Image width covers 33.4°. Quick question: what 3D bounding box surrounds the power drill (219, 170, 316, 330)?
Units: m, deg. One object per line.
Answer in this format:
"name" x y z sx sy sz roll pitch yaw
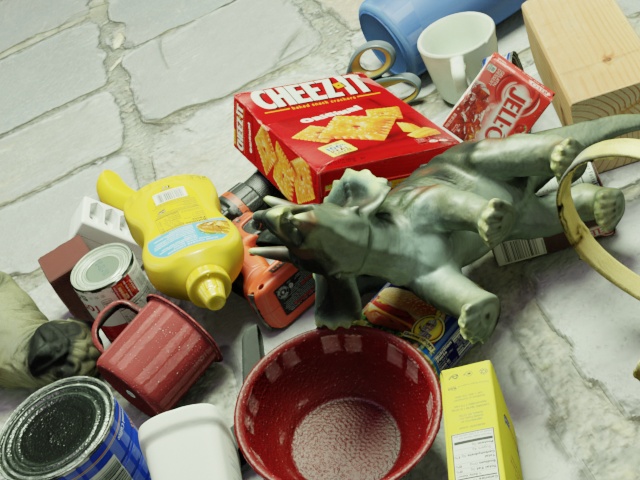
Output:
"power drill" -0.057 0.001 1.085 0.184 0.057 0.188 -43 38 -16

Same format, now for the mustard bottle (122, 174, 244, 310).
"mustard bottle" -0.125 0.007 1.025 0.096 0.058 0.192 -18 36 -12

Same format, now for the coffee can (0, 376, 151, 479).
"coffee can" -0.181 0.193 0.857 0.103 0.140 0.103 -15 39 12

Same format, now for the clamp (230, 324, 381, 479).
"clamp" -0.030 0.166 0.890 0.165 0.036 0.209 8 51 26

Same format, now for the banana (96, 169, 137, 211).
"banana" -0.208 -0.046 1.242 0.198 0.037 0.069 14 34 38

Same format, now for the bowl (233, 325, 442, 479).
"bowl" 0.016 0.144 0.833 0.162 0.055 0.162 -6 46 6

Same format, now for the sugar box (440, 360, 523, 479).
"sugar box" 0.119 0.180 0.747 0.048 0.093 0.176 -16 39 12

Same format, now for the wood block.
"wood block" 0.275 -0.170 1.075 0.091 0.090 0.206 -17 38 9

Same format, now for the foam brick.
"foam brick" -0.252 0.044 1.124 0.053 0.078 0.051 -32 40 -9

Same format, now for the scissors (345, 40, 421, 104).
"scissors" 0.015 -0.180 1.232 0.202 0.096 0.016 -4 40 20

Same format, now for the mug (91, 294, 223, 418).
"mug" -0.160 0.103 0.984 0.117 0.093 0.081 37 69 9

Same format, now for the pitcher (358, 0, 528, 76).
"pitcher" 0.161 -0.305 1.268 0.242 0.145 0.149 -37 8 -10

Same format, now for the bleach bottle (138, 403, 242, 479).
"bleach bottle" -0.070 0.245 0.746 0.068 0.102 0.251 -17 50 -2

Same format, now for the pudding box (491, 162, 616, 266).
"pudding box" 0.208 -0.031 0.991 0.113 0.039 0.090 -15 39 10

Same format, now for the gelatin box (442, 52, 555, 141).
"gelatin box" 0.175 -0.128 1.048 0.089 0.073 0.030 -55 0 32

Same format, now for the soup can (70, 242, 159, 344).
"soup can" -0.193 0.061 1.051 0.068 0.102 0.068 -15 39 12

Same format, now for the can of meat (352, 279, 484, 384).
"can of meat" 0.087 0.071 0.923 0.102 0.057 0.083 22 59 43

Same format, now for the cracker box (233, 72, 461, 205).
"cracker box" 0.023 -0.101 1.104 0.164 0.072 0.214 -13 33 -23
